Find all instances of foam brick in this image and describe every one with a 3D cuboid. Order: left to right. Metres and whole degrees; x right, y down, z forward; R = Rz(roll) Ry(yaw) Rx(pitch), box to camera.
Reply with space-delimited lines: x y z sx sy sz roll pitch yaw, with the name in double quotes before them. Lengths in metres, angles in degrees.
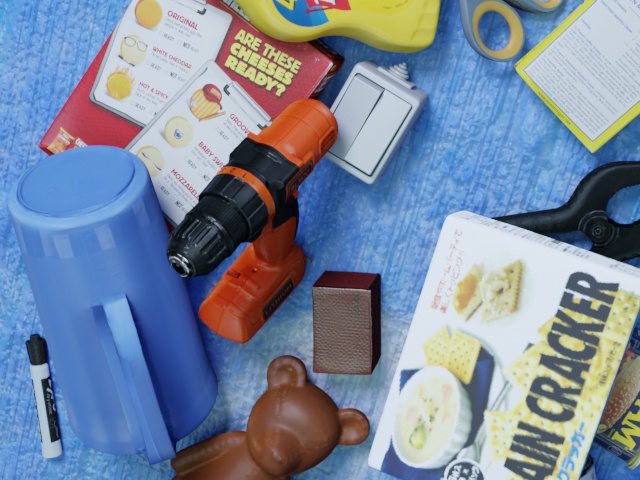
"foam brick" 0.023 0.070 0.915 0.053 0.051 0.078 3 103 12

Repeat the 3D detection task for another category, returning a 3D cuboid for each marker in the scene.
"marker" -0.264 0.148 1.018 0.020 0.020 0.121 -3 102 14

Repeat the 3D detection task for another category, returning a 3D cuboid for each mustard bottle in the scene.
"mustard bottle" -0.005 -0.199 0.815 0.191 0.058 0.096 2 91 -15

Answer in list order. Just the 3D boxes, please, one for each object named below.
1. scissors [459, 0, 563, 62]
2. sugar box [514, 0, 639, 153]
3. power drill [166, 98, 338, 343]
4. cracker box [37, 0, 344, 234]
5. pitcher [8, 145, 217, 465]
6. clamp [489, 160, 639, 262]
"scissors" 0.095 -0.198 0.801 0.201 0.016 0.096 13 102 -23
"sugar box" 0.241 -0.159 0.801 0.093 0.048 0.176 46 117 -1
"power drill" -0.055 0.001 0.835 0.057 0.184 0.188 33 146 14
"cracker box" -0.108 -0.115 0.895 0.164 0.072 0.214 38 107 1
"pitcher" -0.164 0.055 0.861 0.149 0.144 0.243 12 132 25
"clamp" 0.212 -0.014 0.858 0.120 0.039 0.172 41 105 -3
